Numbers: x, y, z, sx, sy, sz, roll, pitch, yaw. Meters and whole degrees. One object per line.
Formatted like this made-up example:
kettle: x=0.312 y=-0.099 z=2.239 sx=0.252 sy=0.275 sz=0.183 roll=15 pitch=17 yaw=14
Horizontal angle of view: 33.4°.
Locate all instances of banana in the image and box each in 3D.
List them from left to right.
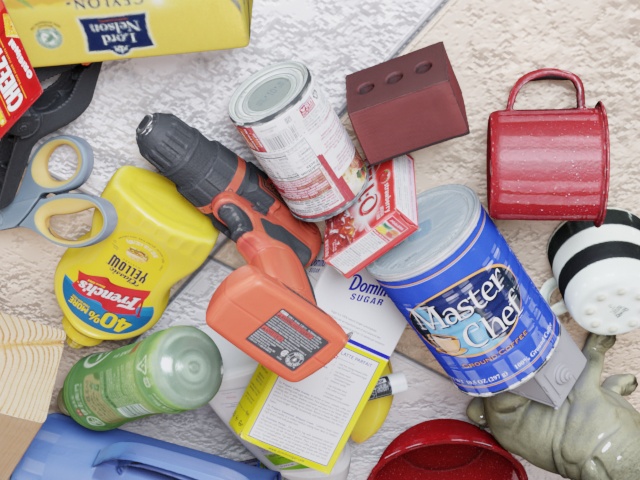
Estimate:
banana: x=0.033 y=0.120 z=0.985 sx=0.070 sy=0.037 sz=0.197 roll=-11 pitch=132 yaw=18

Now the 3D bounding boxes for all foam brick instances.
foam brick: x=0.062 y=-0.099 z=0.770 sx=0.078 sy=0.053 sz=0.051 roll=-18 pitch=130 yaw=15

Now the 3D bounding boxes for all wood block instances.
wood block: x=-0.302 y=0.150 z=0.947 sx=0.090 sy=0.090 sz=0.206 roll=18 pitch=143 yaw=-18

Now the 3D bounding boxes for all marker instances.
marker: x=0.018 y=0.139 z=0.947 sx=0.121 sy=0.020 sz=0.020 roll=-13 pitch=134 yaw=-10

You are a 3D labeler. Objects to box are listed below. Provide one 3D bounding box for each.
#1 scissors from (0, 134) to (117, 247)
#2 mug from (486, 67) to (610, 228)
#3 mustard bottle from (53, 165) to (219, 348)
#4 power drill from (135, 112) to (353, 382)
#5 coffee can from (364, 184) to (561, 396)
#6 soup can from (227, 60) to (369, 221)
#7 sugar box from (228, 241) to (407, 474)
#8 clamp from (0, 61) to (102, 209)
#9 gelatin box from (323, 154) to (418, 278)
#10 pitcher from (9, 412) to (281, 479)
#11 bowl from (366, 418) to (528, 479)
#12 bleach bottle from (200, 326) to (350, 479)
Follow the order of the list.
scissors: x=-0.246 y=-0.037 z=0.846 sx=0.202 sy=0.016 sz=0.096 roll=4 pitch=99 yaw=26
mug: x=0.164 y=-0.067 z=0.782 sx=0.081 sy=0.093 sz=0.117 roll=0 pitch=102 yaw=6
mustard bottle: x=-0.167 y=0.029 z=0.885 sx=0.096 sy=0.058 sz=0.192 roll=30 pitch=127 yaw=-14
power drill: x=-0.055 y=0.001 z=0.774 sx=0.057 sy=0.188 sz=0.184 roll=-41 pitch=125 yaw=18
coffee can: x=0.113 y=0.040 z=0.849 sx=0.103 sy=0.102 sz=0.140 roll=-26 pitch=118 yaw=23
soup can: x=-0.016 y=-0.072 z=0.784 sx=0.069 sy=0.068 sz=0.102 roll=-20 pitch=129 yaw=18
sugar box: x=0.004 y=0.099 z=0.900 sx=0.093 sy=0.048 sz=0.176 roll=27 pitch=90 yaw=-22
clamp: x=-0.227 y=-0.091 z=0.759 sx=0.172 sy=0.039 sz=0.120 roll=-46 pitch=154 yaw=19
gelatin box: x=0.037 y=-0.025 z=0.812 sx=0.073 sy=0.089 sz=0.030 roll=-36 pitch=122 yaw=29
pitcher: x=-0.165 y=0.242 z=1.008 sx=0.243 sy=0.145 sz=0.149 roll=16 pitch=97 yaw=8
bowl: x=0.124 y=0.227 z=1.069 sx=0.162 sy=0.055 sz=0.162 roll=0 pitch=133 yaw=0
bleach bottle: x=-0.038 y=0.176 z=1.020 sx=0.103 sy=0.068 sz=0.250 roll=-13 pitch=133 yaw=11
